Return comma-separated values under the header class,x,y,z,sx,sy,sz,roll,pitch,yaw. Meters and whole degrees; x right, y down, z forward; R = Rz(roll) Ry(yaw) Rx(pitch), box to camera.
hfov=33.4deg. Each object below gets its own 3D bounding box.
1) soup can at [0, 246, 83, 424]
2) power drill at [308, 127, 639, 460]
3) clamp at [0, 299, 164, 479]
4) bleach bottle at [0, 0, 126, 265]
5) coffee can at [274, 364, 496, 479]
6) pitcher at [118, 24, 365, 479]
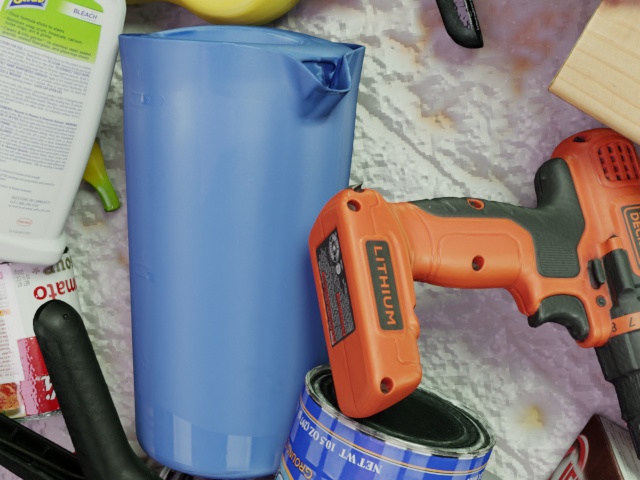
class,x,y,z,sx,sy,sz,roll,pitch,yaw
soup can,-0.185,0.059,0.684,0.069,0.068,0.102,-9,94,20
power drill,0.096,0.037,0.521,0.187,0.057,0.184,-5,70,-21
clamp,-0.126,0.144,0.606,0.165,0.036,0.210,-31,96,46
bleach bottle,-0.152,-0.108,0.592,0.251,0.102,0.068,-62,38,22
coffee can,0.021,0.149,0.557,0.103,0.102,0.140,20,101,16
pitcher,-0.054,0.001,0.607,0.145,0.149,0.243,4,102,4
